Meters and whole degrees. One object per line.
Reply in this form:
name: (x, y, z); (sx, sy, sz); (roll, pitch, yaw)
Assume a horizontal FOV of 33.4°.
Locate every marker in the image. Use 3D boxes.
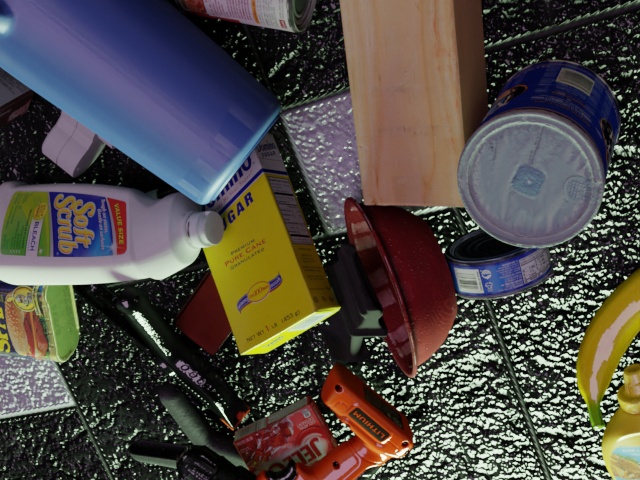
marker: (-0.178, -0.033, 1.024); (0.121, 0.020, 0.020); (-16, 107, 26)

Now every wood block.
wood block: (0.076, -0.139, 0.835); (0.090, 0.090, 0.206); (2, 115, 21)

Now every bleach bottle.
bleach bottle: (-0.195, -0.012, 0.972); (0.251, 0.068, 0.102); (-4, 68, 32)

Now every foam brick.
foam brick: (-0.094, 0.059, 1.016); (0.051, 0.053, 0.078); (38, 122, 1)

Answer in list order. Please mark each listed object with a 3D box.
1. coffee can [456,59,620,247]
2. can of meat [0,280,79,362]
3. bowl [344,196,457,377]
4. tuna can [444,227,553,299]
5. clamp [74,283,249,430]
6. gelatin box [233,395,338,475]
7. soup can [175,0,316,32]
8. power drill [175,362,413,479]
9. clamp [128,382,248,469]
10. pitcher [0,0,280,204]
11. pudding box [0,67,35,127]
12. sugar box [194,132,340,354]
coffee can: (0.168, -0.069, 0.804); (0.103, 0.140, 0.103); (8, 117, 17)
can of meat: (-0.301, 0.074, 1.101); (0.084, 0.057, 0.102); (4, 116, 16)
bowl: (0.073, 0.031, 0.903); (0.055, 0.162, 0.162); (-19, 109, -7)
tuna can: (0.147, 0.015, 0.884); (0.086, 0.086, 0.034); (-8, 110, 24)
clamp: (-0.143, 0.108, 1.027); (0.210, 0.036, 0.165); (45, 164, -14)
gelatin box: (-0.031, 0.206, 1.058); (0.089, 0.030, 0.073); (-27, 102, 7)
soup can: (-0.059, -0.210, 0.867); (0.102, 0.068, 0.068); (12, 118, 14)
power drill: (-0.019, 0.208, 1.014); (0.184, 0.057, 0.188); (39, 103, -13)
clamp: (-0.112, 0.216, 1.102); (0.171, 0.039, 0.120); (22, 134, 4)
pitcher: (-0.152, -0.146, 0.866); (0.243, 0.149, 0.145); (38, 165, -5)
pudding box: (-0.330, -0.138, 0.979); (0.090, 0.113, 0.039); (38, 124, 1)
sugar box: (-0.056, 0.001, 0.935); (0.093, 0.048, 0.176); (-32, 73, 30)
